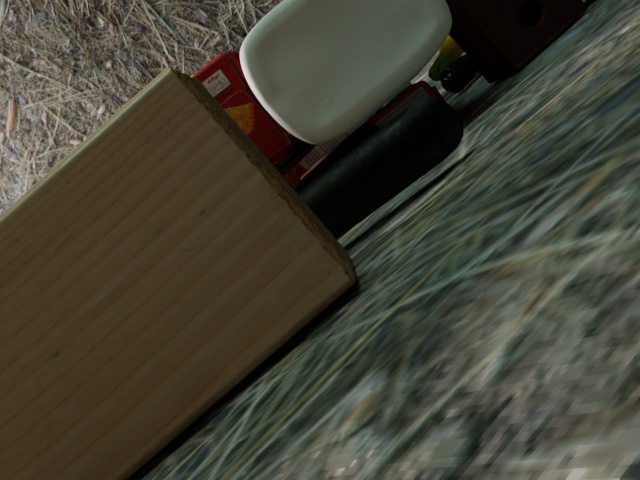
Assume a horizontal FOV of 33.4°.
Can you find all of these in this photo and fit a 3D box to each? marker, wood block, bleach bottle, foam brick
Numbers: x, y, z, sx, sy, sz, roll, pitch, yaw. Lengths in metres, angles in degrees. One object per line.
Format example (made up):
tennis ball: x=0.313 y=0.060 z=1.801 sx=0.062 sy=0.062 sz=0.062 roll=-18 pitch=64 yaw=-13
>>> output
marker: x=0.119 y=-0.136 z=0.733 sx=0.121 sy=0.020 sz=0.020 roll=-44 pitch=6 yaw=-34
wood block: x=-0.094 y=0.043 z=0.375 sx=0.206 sy=0.091 sz=0.090 roll=-41 pitch=4 yaw=4
bleach bottle: x=0.013 y=-0.099 z=0.618 sx=0.102 sy=0.068 sz=0.251 roll=-39 pitch=2 yaw=1
foam brick: x=0.090 y=-0.131 z=0.563 sx=0.053 sy=0.078 sz=0.051 roll=-41 pitch=3 yaw=-4

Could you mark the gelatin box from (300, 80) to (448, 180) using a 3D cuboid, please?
gelatin box: x=0.031 y=-0.053 z=0.609 sx=0.089 sy=0.030 sz=0.073 roll=-39 pitch=4 yaw=3

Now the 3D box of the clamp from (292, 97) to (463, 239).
clamp: x=-0.028 y=0.009 z=0.474 sx=0.210 sy=0.036 sz=0.165 roll=-41 pitch=5 yaw=-10

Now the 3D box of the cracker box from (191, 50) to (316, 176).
cracker box: x=-0.084 y=-0.044 z=0.693 sx=0.164 sy=0.072 sz=0.213 roll=-36 pitch=3 yaw=10
